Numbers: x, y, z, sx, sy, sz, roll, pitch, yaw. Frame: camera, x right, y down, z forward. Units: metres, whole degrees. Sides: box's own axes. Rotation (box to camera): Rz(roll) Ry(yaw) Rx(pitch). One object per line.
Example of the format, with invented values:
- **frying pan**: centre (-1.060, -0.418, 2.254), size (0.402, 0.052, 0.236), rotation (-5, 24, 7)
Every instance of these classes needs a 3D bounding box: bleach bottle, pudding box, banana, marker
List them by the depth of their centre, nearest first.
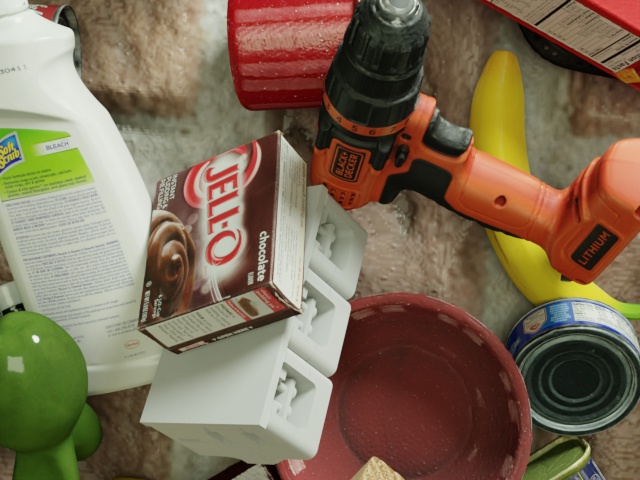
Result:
- **pudding box**: centre (-0.054, 0.001, 0.611), size (0.090, 0.039, 0.113), rotation (-21, 50, 25)
- **bleach bottle**: centre (-0.148, -0.033, 0.639), size (0.102, 0.068, 0.251), rotation (-12, 110, 2)
- **banana**: centre (0.135, -0.022, 0.688), size (0.069, 0.037, 0.198), rotation (-27, 92, -17)
- **marker**: centre (-0.181, 0.084, 0.688), size (0.020, 0.020, 0.121), rotation (-22, 91, 2)

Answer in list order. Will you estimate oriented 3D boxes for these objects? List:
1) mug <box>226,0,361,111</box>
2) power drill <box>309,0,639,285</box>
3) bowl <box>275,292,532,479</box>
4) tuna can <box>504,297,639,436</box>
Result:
- **mug**: centre (-0.012, -0.134, 0.657), size (0.081, 0.093, 0.117), rotation (-3, 108, 6)
- **power drill**: centre (0.089, -0.052, 0.589), size (0.187, 0.184, 0.057), rotation (22, 64, 3)
- **bowl**: centre (0.051, 0.113, 0.676), size (0.162, 0.055, 0.162), rotation (0, 88, 9)
- **tuna can**: centre (0.159, 0.080, 0.671), size (0.086, 0.033, 0.086), rotation (3, 118, 6)
